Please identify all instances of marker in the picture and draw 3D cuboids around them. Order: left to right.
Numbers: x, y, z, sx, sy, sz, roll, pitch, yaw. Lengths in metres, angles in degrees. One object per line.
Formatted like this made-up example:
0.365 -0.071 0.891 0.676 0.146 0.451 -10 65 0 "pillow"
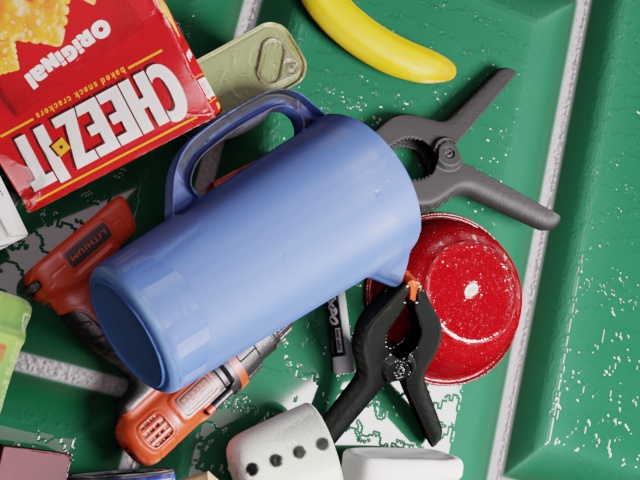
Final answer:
0.015 0.057 0.941 0.020 0.020 0.121 -4 83 -21 "marker"

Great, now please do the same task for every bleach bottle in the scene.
0.058 0.303 0.892 0.102 0.068 0.251 5 88 -21 "bleach bottle"

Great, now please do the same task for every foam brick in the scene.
-0.220 0.182 0.801 0.051 0.078 0.053 12 78 -17 "foam brick"

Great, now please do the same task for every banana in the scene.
0.040 -0.201 0.978 0.197 0.037 0.069 42 72 -10 "banana"

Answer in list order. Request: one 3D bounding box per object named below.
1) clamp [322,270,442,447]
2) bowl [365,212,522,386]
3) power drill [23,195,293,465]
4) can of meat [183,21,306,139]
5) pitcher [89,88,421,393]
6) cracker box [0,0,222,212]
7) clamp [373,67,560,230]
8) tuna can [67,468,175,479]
0.069 0.110 0.916 0.120 0.039 0.171 8 111 -29 "clamp"
0.124 0.050 0.965 0.162 0.055 0.162 3 80 -21 "bowl"
-0.131 0.058 0.864 0.184 0.057 0.187 -43 97 -26 "power drill"
-0.073 -0.131 0.900 0.102 0.084 0.057 -34 95 -22 "can of meat"
-0.055 0.001 0.817 0.242 0.145 0.149 -33 52 -29 "pitcher"
-0.196 -0.152 0.798 0.164 0.072 0.213 -27 99 5 "cracker box"
0.119 -0.067 0.984 0.209 0.036 0.164 -16 77 -21 "clamp"
-0.154 0.195 0.821 0.086 0.086 0.034 0 80 -21 "tuna can"
